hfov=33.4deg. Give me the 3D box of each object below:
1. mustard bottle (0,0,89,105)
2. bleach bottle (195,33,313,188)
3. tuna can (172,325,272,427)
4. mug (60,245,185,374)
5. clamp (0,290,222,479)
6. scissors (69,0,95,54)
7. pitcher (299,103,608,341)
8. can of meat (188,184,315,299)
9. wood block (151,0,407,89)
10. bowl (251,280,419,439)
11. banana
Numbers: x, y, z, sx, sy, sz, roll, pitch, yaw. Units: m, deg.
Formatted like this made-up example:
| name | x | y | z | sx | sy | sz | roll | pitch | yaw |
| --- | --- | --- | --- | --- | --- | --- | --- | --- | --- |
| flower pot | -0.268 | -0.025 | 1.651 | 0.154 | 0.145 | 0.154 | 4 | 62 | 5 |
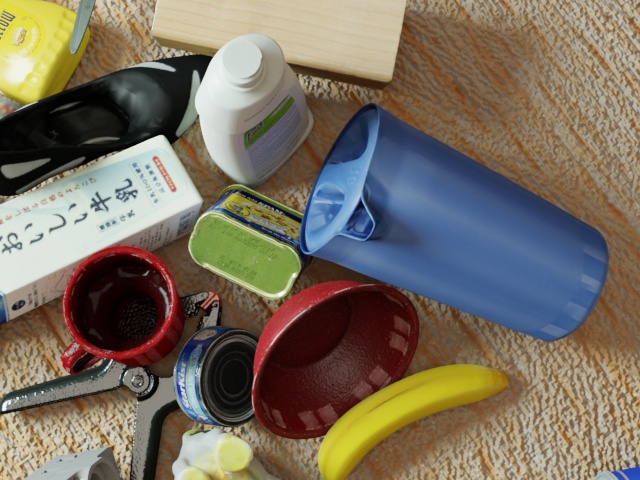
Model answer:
| name | x | y | z | sx | sy | sz | roll | pitch | yaw |
| --- | --- | --- | --- | --- | --- | --- | --- | --- | --- |
| mustard bottle | -0.315 | -0.199 | 0.971 | 0.191 | 0.058 | 0.096 | 27 | 80 | 3 |
| bleach bottle | -0.052 | -0.113 | 0.864 | 0.068 | 0.251 | 0.102 | 40 | 82 | 5 |
| tuna can | -0.082 | 0.116 | 0.913 | 0.085 | 0.034 | 0.086 | 1 | 89 | -45 |
| mug | -0.166 | 0.068 | 0.886 | 0.093 | 0.081 | 0.117 | 42 | 80 | 12 |
| clamp | -0.153 | 0.134 | 0.933 | 0.210 | 0.036 | 0.164 | -42 | 85 | -7 |
| scissors | -0.219 | -0.260 | 0.979 | 0.096 | 0.016 | 0.201 | 20 | 65 | 11 |
| pitcher | 0.113 | -0.012 | 0.901 | 0.242 | 0.145 | 0.149 | 24 | 66 | -16 |
| can of meat | -0.056 | 0.001 | 0.923 | 0.102 | 0.084 | 0.057 | 25 | 110 | 3 |
| wood block | -0.034 | -0.197 | 0.931 | 0.206 | 0.091 | 0.090 | 11 | 93 | -3 |
| bowl | 0.003 | 0.090 | 0.906 | 0.162 | 0.162 | 0.055 | -36 | 46 | -6 |
| banana | 0.071 | 0.153 | 0.929 | 0.197 | 0.069 | 0.037 | -32 | 42 | -4 |
